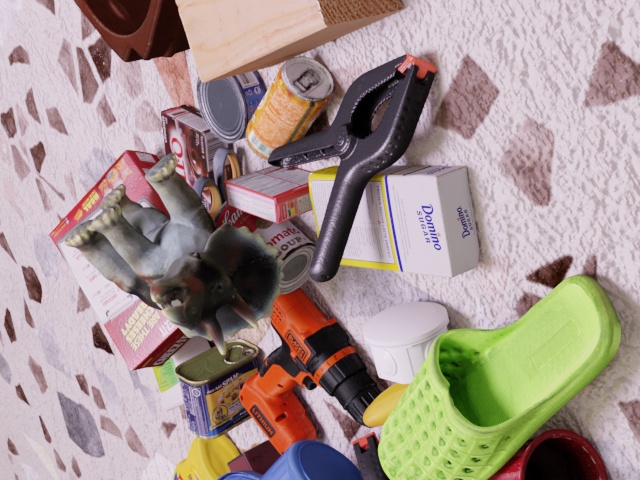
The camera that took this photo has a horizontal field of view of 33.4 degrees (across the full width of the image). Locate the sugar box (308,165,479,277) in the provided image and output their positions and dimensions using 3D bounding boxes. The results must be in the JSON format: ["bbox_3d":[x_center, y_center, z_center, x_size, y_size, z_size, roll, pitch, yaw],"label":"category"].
[{"bbox_3d":[0.065,-0.021,0.981,0.177,0.048,0.093,5,110,48],"label":"sugar box"}]

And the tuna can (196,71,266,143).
[{"bbox_3d":[-0.093,-0.148,1.127,0.086,0.033,0.086,29,130,41],"label":"tuna can"}]

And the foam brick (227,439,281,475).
[{"bbox_3d":[-0.061,0.267,1.274,0.053,0.078,0.051,62,145,11],"label":"foam brick"}]

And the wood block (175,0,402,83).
[{"bbox_3d":[-0.034,-0.216,0.964,0.207,0.090,0.090,-10,100,55],"label":"wood block"}]

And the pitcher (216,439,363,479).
[{"bbox_3d":[-0.059,0.324,1.152,0.149,0.145,0.243,33,111,-9],"label":"pitcher"}]

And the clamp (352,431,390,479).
[{"bbox_3d":[0.078,0.280,1.090,0.171,0.039,0.120,61,-178,10],"label":"clamp"}]

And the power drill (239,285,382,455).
[{"bbox_3d":[-0.013,0.162,1.174,0.184,0.057,0.188,52,140,21],"label":"power drill"}]

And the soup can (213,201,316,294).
[{"bbox_3d":[-0.057,0.001,1.132,0.102,0.068,0.069,43,138,30],"label":"soup can"}]

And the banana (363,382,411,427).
[{"bbox_3d":[0.109,0.150,1.000,0.037,0.069,0.198,46,155,-21],"label":"banana"}]

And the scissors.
[{"bbox_3d":[-0.108,-0.002,1.186,0.016,0.096,0.202,9,114,27],"label":"scissors"}]

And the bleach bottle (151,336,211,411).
[{"bbox_3d":[-0.209,0.089,1.386,0.103,0.067,0.251,-31,81,53],"label":"bleach bottle"}]

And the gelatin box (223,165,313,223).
[{"bbox_3d":[-0.043,-0.048,1.082,0.089,0.073,0.030,19,123,47],"label":"gelatin box"}]

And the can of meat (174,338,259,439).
[{"bbox_3d":[-0.118,0.178,1.281,0.058,0.101,0.084,20,125,46],"label":"can of meat"}]

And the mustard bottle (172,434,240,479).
[{"bbox_3d":[-0.161,0.337,1.460,0.096,0.058,0.192,56,144,17],"label":"mustard bottle"}]

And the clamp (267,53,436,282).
[{"bbox_3d":[0.031,-0.074,0.947,0.210,0.036,0.164,-44,48,36],"label":"clamp"}]

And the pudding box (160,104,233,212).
[{"bbox_3d":[-0.139,-0.088,1.216,0.090,0.039,0.113,28,129,42],"label":"pudding box"}]

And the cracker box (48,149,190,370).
[{"bbox_3d":[-0.213,0.023,1.296,0.164,0.072,0.214,-43,71,22],"label":"cracker box"}]

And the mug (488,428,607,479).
[{"bbox_3d":[0.194,0.218,0.917,0.117,0.093,0.082,33,153,-15],"label":"mug"}]
